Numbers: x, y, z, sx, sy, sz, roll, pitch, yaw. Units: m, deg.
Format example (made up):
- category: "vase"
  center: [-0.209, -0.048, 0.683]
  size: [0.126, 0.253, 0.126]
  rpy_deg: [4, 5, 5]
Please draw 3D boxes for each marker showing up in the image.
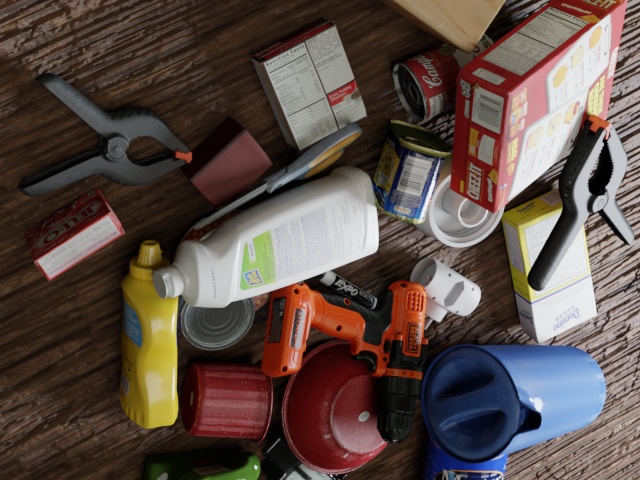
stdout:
- category: "marker"
  center: [0.025, 0.053, 1.226]
  size: [0.121, 0.020, 0.020]
  rpy_deg: [33, 96, -31]

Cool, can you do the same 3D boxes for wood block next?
- category: "wood block"
  center: [0.081, -0.283, 1.065]
  size: [0.205, 0.091, 0.090]
  rpy_deg: [28, 99, -31]

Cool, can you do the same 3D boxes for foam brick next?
- category: "foam brick"
  center: [-0.098, -0.079, 1.097]
  size: [0.078, 0.053, 0.051]
  rpy_deg: [-43, 121, 0]

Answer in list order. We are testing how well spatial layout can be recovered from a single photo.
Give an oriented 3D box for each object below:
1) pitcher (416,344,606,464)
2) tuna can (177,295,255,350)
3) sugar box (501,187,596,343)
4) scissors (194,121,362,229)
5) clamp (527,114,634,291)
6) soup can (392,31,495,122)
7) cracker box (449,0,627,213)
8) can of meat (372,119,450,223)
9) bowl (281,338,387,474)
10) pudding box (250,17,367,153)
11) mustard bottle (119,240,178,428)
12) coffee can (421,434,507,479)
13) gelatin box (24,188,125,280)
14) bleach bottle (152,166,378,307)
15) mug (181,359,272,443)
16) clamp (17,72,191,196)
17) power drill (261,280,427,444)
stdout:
- category: "pitcher"
  center: [0.233, 0.183, 1.287]
  size: [0.242, 0.149, 0.145]
  rpy_deg: [2, 140, -48]
- category: "tuna can"
  center: [-0.114, 0.074, 1.142]
  size: [0.086, 0.034, 0.086]
  rpy_deg: [-9, 116, -19]
- category: "sugar box"
  center: [0.282, 0.031, 1.314]
  size: [0.093, 0.048, 0.176]
  rpy_deg: [-23, 122, -14]
- category: "scissors"
  center: [-0.043, -0.060, 1.112]
  size: [0.201, 0.096, 0.016]
  rpy_deg: [-34, 83, -6]
- category: "clamp"
  center: [0.318, -0.050, 1.233]
  size: [0.164, 0.036, 0.210]
  rpy_deg: [-18, 128, -30]
- category: "soup can"
  center: [0.138, -0.178, 1.147]
  size: [0.102, 0.069, 0.068]
  rpy_deg: [-26, 119, -13]
- category: "cracker box"
  center: [0.229, -0.154, 1.134]
  size: [0.213, 0.072, 0.164]
  rpy_deg: [-39, 145, -29]
- category: "can of meat"
  center: [0.094, -0.075, 1.153]
  size: [0.057, 0.102, 0.084]
  rpy_deg: [14, 109, -11]
- category: "bowl"
  center: [0.037, 0.198, 1.243]
  size: [0.161, 0.055, 0.162]
  rpy_deg: [-2, 93, -31]
- category: "pudding box"
  center: [-0.010, -0.160, 1.109]
  size: [0.090, 0.039, 0.113]
  rpy_deg: [-28, 118, -10]
- category: "mustard bottle"
  center: [-0.178, 0.091, 1.110]
  size: [0.058, 0.096, 0.192]
  rpy_deg: [-5, 113, -21]
- category: "coffee can"
  center: [0.180, 0.298, 1.350]
  size: [0.102, 0.103, 0.140]
  rpy_deg: [-3, 113, -22]
- category: "gelatin box"
  center: [-0.244, -0.008, 1.052]
  size: [0.089, 0.073, 0.030]
  rpy_deg: [-34, 121, -7]
- category: "bleach bottle"
  center: [-0.057, 0.001, 1.103]
  size: [0.250, 0.068, 0.102]
  rpy_deg: [-19, 109, -31]
- category: "mug"
  center: [-0.110, 0.183, 1.192]
  size: [0.081, 0.093, 0.117]
  rpy_deg: [6, 145, -21]
- category: "clamp"
  center: [-0.209, -0.104, 1.047]
  size: [0.171, 0.039, 0.120]
  rpy_deg: [-5, 118, -28]
- category: "power drill"
  center: [0.031, 0.125, 1.181]
  size: [0.187, 0.057, 0.184]
  rpy_deg: [12, 76, -26]
